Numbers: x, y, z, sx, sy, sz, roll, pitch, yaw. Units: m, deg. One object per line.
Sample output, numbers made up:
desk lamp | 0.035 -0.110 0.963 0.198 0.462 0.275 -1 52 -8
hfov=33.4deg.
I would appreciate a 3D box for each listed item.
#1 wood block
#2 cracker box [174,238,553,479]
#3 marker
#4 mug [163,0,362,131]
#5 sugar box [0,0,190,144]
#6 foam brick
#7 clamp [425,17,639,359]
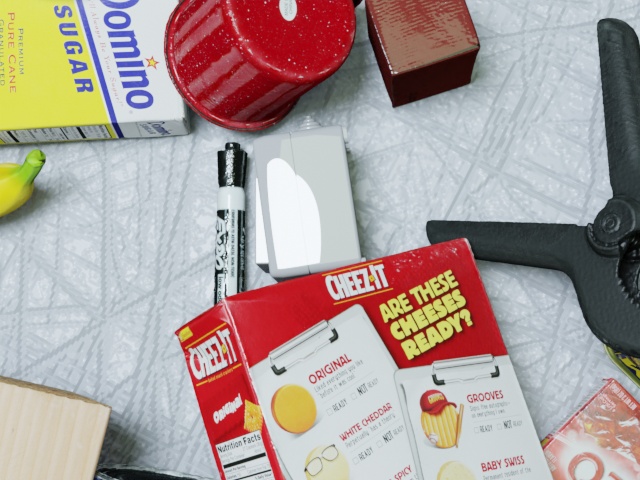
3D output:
wood block | -0.188 0.174 0.559 0.090 0.090 0.206 17 81 -26
cracker box | 0.035 0.121 0.555 0.163 0.072 0.214 -13 79 -36
marker | -0.054 0.001 0.640 0.020 0.020 0.121 0 82 4
mug | -0.023 -0.122 0.611 0.117 0.082 0.093 -26 93 -29
sugar box | -0.169 -0.107 0.641 0.176 0.048 0.093 -5 82 -1
foam brick | 0.058 -0.116 0.618 0.053 0.078 0.051 -17 83 1
clamp | 0.149 0.000 0.555 0.165 0.036 0.210 -46 48 21
